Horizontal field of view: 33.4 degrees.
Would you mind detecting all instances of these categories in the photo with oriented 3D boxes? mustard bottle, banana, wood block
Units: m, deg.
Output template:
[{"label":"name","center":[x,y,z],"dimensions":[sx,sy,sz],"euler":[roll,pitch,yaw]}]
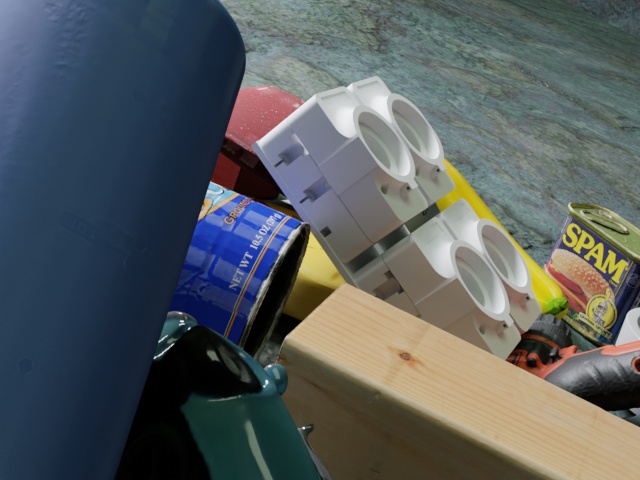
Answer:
[{"label":"mustard bottle","center":[-0.055,0.000,0.712],"dimensions":[0.192,0.058,0.096],"euler":[19,25,10]},{"label":"banana","center":[0.147,0.005,0.875],"dimensions":[0.037,0.069,0.198],"euler":[-26,49,-15]},{"label":"wood block","center":[0.075,0.114,0.532],"dimensions":[0.206,0.090,0.090],"euler":[26,24,12]}]

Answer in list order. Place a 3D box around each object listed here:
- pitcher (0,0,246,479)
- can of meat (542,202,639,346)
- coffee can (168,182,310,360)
[{"label":"pitcher","center":[-0.119,0.008,0.370],"dimensions":[0.145,0.242,0.149],"euler":[17,-22,3]},{"label":"can of meat","center":[0.231,0.029,0.873],"dimensions":[0.057,0.084,0.102],"euler":[3,28,-37]},{"label":"coffee can","center":[-0.090,0.009,0.612],"dimensions":[0.140,0.103,0.102],"euler":[24,22,7]}]
